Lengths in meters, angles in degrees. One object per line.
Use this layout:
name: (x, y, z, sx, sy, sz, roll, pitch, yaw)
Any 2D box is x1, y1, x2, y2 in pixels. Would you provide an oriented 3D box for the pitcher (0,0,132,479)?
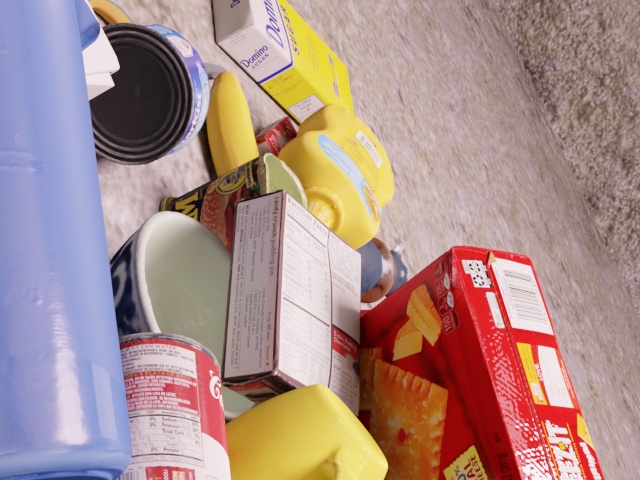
pitcher: (-0.158, -0.014, 0.425, 0.145, 0.149, 0.243, 77, -1, -71)

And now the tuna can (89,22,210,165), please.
tuna can: (-0.112, -0.091, 0.656, 0.086, 0.086, 0.033, 63, 20, -5)

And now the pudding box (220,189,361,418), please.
pudding box: (-0.014, 0.041, 0.599, 0.090, 0.039, 0.113, 39, 43, -48)

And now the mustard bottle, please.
mustard bottle: (0.009, -0.042, 0.823, 0.096, 0.058, 0.191, 55, 19, -11)

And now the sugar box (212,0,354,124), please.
sugar box: (-0.032, -0.173, 0.994, 0.176, 0.048, 0.093, 43, 30, -47)

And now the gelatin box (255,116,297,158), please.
gelatin box: (-0.025, -0.053, 0.896, 0.089, 0.030, 0.073, 60, 22, -12)

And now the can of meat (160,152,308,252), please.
can of meat: (-0.055, 0.001, 0.692, 0.057, 0.084, 0.102, 46, 28, -40)

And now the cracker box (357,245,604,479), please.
cracker box: (0.053, 0.125, 0.624, 0.072, 0.214, 0.164, 10, 53, -35)

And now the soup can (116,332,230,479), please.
soup can: (-0.074, 0.101, 0.475, 0.068, 0.069, 0.102, 46, 22, -40)

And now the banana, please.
banana: (-0.052, -0.041, 0.815, 0.198, 0.037, 0.069, 67, 15, 7)
